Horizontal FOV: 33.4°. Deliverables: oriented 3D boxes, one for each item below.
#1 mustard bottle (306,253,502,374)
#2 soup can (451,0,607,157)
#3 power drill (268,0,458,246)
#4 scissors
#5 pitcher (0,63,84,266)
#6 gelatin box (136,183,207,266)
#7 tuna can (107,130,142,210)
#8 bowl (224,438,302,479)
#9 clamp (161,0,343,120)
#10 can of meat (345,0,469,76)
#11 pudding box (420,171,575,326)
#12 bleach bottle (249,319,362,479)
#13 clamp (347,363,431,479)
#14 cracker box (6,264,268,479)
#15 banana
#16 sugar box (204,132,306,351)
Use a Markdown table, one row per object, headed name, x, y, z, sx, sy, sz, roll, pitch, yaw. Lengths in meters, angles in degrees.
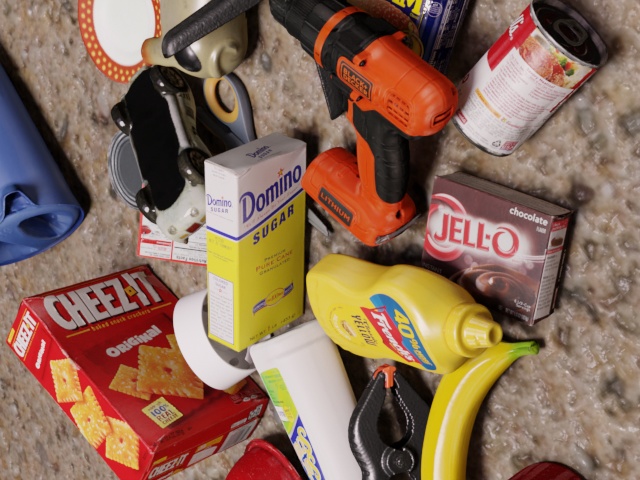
| name | x | y | z | sx | sy | sz | roll | pitch | yaw |
| --- | --- | --- | --- | --- | --- | --- | --- | --- | --- |
| mustard bottle | 0.072 | 0.062 | 0.859 | 0.192 | 0.058 | 0.096 | 7 | 131 | 54 |
| soup can | 0.147 | -0.117 | 0.773 | 0.068 | 0.068 | 0.102 | 55 | 130 | 15 |
| power drill | 0.023 | -0.098 | 0.842 | 0.185 | 0.057 | 0.188 | 44 | 153 | 29 |
| scissors | -0.056 | -0.089 | 0.992 | 0.202 | 0.016 | 0.096 | 31 | 120 | 31 |
| pitcher | -0.375 | -0.097 | 1.202 | 0.149 | 0.144 | 0.243 | -36 | 74 | 29 |
| gelatin box | -0.139 | -0.023 | 1.050 | 0.073 | 0.030 | 0.089 | 8 | 113 | -2 |
| tuna can | -0.177 | -0.075 | 1.089 | 0.086 | 0.033 | 0.086 | 13 | 110 | 38 |
| bowl | -0.054 | 0.277 | 1.031 | 0.162 | 0.055 | 0.162 | 40 | 141 | 43 |
| clamp | -0.015 | -0.209 | 0.880 | 0.210 | 0.164 | 0.036 | -60 | 18 | 16 |
| can of meat | 0.064 | -0.180 | 0.836 | 0.102 | 0.057 | 0.084 | 35 | 125 | 30 |
| pudding box | 0.135 | 0.004 | 0.836 | 0.114 | 0.039 | 0.090 | 22 | 115 | 36 |
| bleach bottle | 0.017 | 0.198 | 0.966 | 0.251 | 0.068 | 0.103 | 67 | 159 | 3 |
| clamp | 0.057 | 0.196 | 0.919 | 0.039 | 0.120 | 0.171 | 154 | 101 | -73 |
| cracker box | -0.179 | 0.128 | 1.060 | 0.214 | 0.163 | 0.072 | 44 | 125 | 23 |
| banana | 0.116 | 0.159 | 0.878 | 0.070 | 0.037 | 0.198 | 36 | 114 | 52 |
| sugar box | -0.056 | 0.001 | 0.950 | 0.048 | 0.093 | 0.176 | 24 | 125 | 33 |
